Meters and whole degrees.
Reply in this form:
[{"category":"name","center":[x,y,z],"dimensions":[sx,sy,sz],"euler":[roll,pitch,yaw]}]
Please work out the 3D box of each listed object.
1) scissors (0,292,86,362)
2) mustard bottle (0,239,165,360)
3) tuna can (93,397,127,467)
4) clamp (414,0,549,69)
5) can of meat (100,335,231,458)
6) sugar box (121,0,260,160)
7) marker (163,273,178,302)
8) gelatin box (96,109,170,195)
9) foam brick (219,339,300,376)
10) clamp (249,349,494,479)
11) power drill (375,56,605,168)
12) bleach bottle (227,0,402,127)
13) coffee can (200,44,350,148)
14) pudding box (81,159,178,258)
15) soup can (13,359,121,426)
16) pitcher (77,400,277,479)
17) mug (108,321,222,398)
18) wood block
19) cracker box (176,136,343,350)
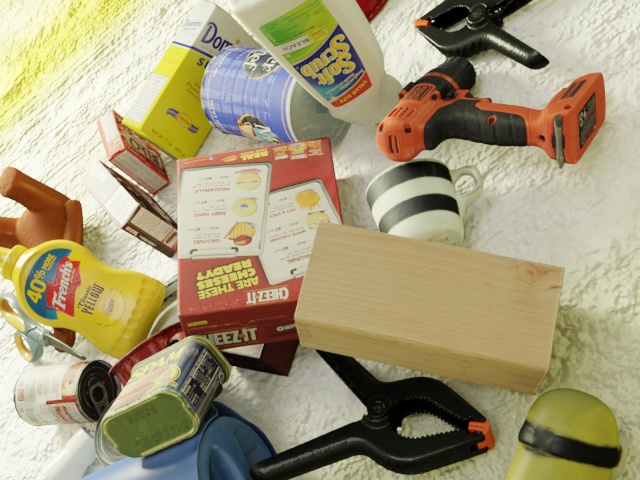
[{"category":"scissors","center":[-0.315,0.124,1.223],"dimensions":[0.016,0.096,0.202],"euler":[-28,41,-32]},{"category":"mustard bottle","center":[-0.274,0.053,1.172],"dimensions":[0.191,0.058,0.096],"euler":[24,85,7]},{"category":"tuna can","center":[-0.197,0.204,1.121],"dimensions":[0.086,0.033,0.086],"euler":[-17,56,27]},{"category":"clamp","center":[0.172,-0.216,1.091],"dimensions":[0.172,0.039,0.120],"euler":[-10,55,39]},{"category":"can of meat","center":[-0.141,0.144,0.970],"dimensions":[0.102,0.057,0.083],"euler":[-28,18,27]},{"category":"sugar box","center":[-0.151,-0.188,1.270],"dimensions":[0.048,0.093,0.176],"euler":[27,83,41]},{"category":"marker","center":[-0.186,0.065,1.201],"dimensions":[0.121,0.020,0.020],"euler":[-34,50,15]},{"category":"gelatin box","center":[-0.223,-0.106,1.278],"dimensions":[0.030,0.089,0.073],"euler":[-35,50,13]},{"category":"foam brick","center":[-0.068,0.100,1.075],"dimensions":[0.078,0.053,0.051],"euler":[5,68,38]},{"category":"clamp","center":[0.053,0.151,0.954],"dimensions":[0.210,0.036,0.164],"euler":[-1,48,22]},{"category":"power drill","center":[0.166,-0.125,1.001],"dimensions":[0.188,0.057,0.184],"euler":[5,34,29]},{"category":"bleach bottle","center":[0.017,-0.186,1.041],"dimensions":[0.103,0.250,0.068],"euler":[-23,53,22]},{"category":"coffee can","center":[-0.047,-0.157,1.171],"dimensions":[0.141,0.102,0.103],"euler":[16,75,40]},{"category":"pudding box","center":[-0.215,-0.037,1.233],"dimensions":[0.039,0.090,0.114],"euler":[-49,48,5]},{"category":"soup can","center":[-0.280,0.169,1.178],"dimensions":[0.102,0.068,0.068],"euler":[-9,60,32]},{"category":"pitcher","center":[-0.158,0.269,1.000],"dimensions":[0.243,0.145,0.149],"euler":[-25,21,27]},{"category":"mug","center":[-0.146,0.134,1.068],"dimensions":[0.081,0.093,0.117],"euler":[54,133,8]},{"category":"wood block","center":[0.090,0.058,0.901],"dimensions":[0.206,0.090,0.091],"euler":[11,69,8]},{"category":"cracker box","center":[-0.057,0.001,1.057],"dimensions":[0.164,0.072,0.213],"euler":[-9,48,1]}]
